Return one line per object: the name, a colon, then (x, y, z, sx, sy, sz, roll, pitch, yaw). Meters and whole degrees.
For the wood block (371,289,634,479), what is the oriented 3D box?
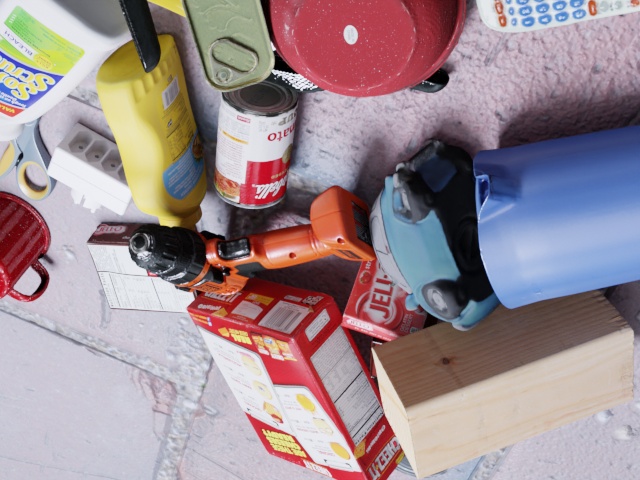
wood block: (0.161, 0.117, 0.940, 0.206, 0.091, 0.090, -18, 127, -7)

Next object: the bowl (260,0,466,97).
bowl: (0.028, -0.167, 0.807, 0.162, 0.055, 0.162, 5, 128, 7)

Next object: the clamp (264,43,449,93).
clamp: (0.020, -0.155, 0.877, 0.172, 0.039, 0.120, -14, 118, 29)

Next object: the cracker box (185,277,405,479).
cracker box: (-0.022, 0.140, 1.073, 0.164, 0.072, 0.213, 10, 135, 46)

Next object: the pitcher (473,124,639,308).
pitcher: (0.253, -0.027, 0.844, 0.243, 0.149, 0.145, -11, 107, 24)

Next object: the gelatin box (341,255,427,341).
gelatin box: (0.067, 0.048, 0.985, 0.073, 0.089, 0.030, 19, 154, 6)

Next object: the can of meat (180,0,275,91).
can of meat: (-0.079, -0.182, 0.837, 0.057, 0.084, 0.102, -19, 129, -5)

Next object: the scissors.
scissors: (-0.271, -0.105, 1.040, 0.096, 0.016, 0.202, 43, 129, -16)

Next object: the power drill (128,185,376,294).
power drill: (-0.056, 0.001, 0.948, 0.188, 0.184, 0.057, -12, 78, 18)

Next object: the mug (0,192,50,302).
mug: (-0.335, 0.018, 1.118, 0.093, 0.081, 0.117, -28, 113, 35)

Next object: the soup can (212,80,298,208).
soup can: (-0.058, -0.088, 0.938, 0.068, 0.068, 0.102, 16, 130, 8)

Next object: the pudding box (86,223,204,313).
pudding box: (-0.174, 0.029, 1.096, 0.114, 0.039, 0.090, 3, 128, 20)

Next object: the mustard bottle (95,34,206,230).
mustard bottle: (-0.142, -0.080, 0.958, 0.058, 0.096, 0.191, 2, 128, 19)

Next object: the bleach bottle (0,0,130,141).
bleach bottle: (-0.257, -0.151, 0.937, 0.102, 0.068, 0.251, 36, 141, -15)
